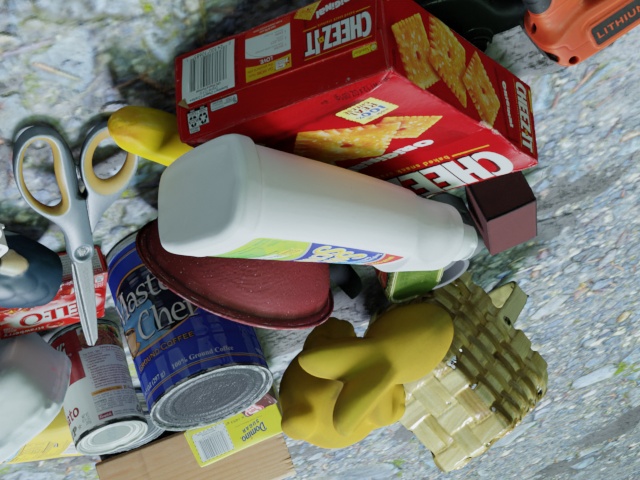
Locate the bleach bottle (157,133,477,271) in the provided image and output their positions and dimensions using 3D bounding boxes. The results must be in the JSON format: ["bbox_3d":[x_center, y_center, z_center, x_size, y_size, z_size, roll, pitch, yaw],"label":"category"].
[{"bbox_3d":[0.019,-0.014,0.736,0.250,0.068,0.103,8,165,-38],"label":"bleach bottle"}]

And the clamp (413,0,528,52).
[{"bbox_3d":[0.105,-0.144,0.776,0.209,0.036,0.165,-7,148,-25],"label":"clamp"}]

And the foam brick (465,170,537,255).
[{"bbox_3d":[0.172,-0.031,1.011,0.051,0.053,0.078,-24,153,0],"label":"foam brick"}]

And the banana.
[{"bbox_3d":[-0.082,-0.061,0.751,0.197,0.070,0.037,21,91,-47],"label":"banana"}]

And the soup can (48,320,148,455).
[{"bbox_3d":[-0.200,0.132,0.958,0.068,0.102,0.068,-18,152,-10],"label":"soup can"}]

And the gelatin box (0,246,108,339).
[{"bbox_3d":[-0.218,0.043,0.864,0.089,0.030,0.073,-12,150,-22],"label":"gelatin box"}]

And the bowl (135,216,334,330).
[{"bbox_3d":[-0.055,0.001,0.809,0.161,0.162,0.055,2,119,-40],"label":"bowl"}]

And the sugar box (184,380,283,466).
[{"bbox_3d":[-0.087,0.177,1.099,0.093,0.048,0.176,-22,-178,-2],"label":"sugar box"}]

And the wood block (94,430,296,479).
[{"bbox_3d":[-0.141,0.259,1.219,0.206,0.091,0.090,-19,172,-9],"label":"wood block"}]

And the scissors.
[{"bbox_3d":[-0.159,-0.009,0.773,0.096,0.016,0.202,-28,136,-13],"label":"scissors"}]

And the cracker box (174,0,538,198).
[{"bbox_3d":[0.031,-0.086,0.732,0.164,0.072,0.213,-14,160,32],"label":"cracker box"}]

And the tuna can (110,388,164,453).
[{"bbox_3d":[-0.207,0.191,1.131,0.086,0.034,0.086,-18,152,-10],"label":"tuna can"}]

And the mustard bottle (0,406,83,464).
[{"bbox_3d":[-0.298,0.182,1.018,0.191,0.058,0.096,-1,152,-37],"label":"mustard bottle"}]

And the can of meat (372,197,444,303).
[{"bbox_3d":[0.071,-0.004,0.947,0.057,0.084,0.102,-17,152,-12],"label":"can of meat"}]

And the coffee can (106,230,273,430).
[{"bbox_3d":[-0.110,0.069,0.872,0.102,0.140,0.103,-18,151,-11],"label":"coffee can"}]
